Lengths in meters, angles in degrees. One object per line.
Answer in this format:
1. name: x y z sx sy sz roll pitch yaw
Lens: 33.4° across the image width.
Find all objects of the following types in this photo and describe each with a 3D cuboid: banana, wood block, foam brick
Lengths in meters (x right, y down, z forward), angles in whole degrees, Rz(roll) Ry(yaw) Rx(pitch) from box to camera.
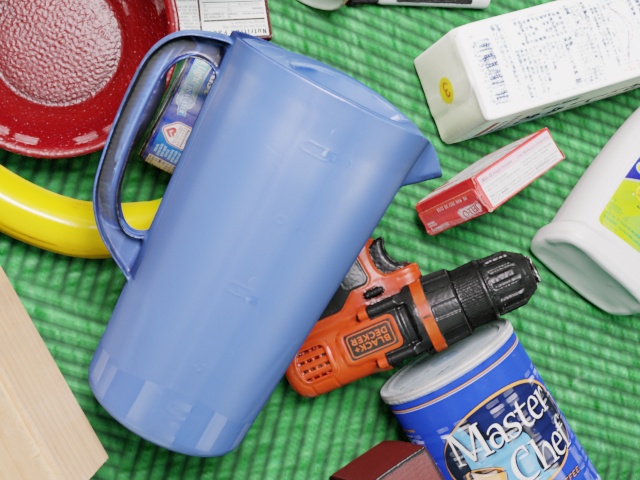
1. banana: -0.188 -0.031 0.697 0.197 0.037 0.069 19 57 -17
2. wood block: -0.221 0.070 0.625 0.091 0.090 0.206 -29 92 4
3. foam brick: 0.049 0.171 0.722 0.051 0.078 0.053 -31 92 -19

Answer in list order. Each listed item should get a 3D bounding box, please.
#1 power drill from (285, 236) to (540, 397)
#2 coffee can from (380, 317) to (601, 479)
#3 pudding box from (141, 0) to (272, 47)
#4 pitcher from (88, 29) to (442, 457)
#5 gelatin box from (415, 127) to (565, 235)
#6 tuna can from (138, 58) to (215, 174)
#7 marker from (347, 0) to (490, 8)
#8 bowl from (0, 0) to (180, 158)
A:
1. power drill: 0.033 -0.006 0.725 0.184 0.057 0.187 -24 85 6
2. coffee can: 0.120 0.139 0.737 0.102 0.103 0.140 -32 93 -21
3. pudding box: -0.087 -0.188 0.754 0.090 0.039 0.113 -6 85 -20
4. pitcher: -0.054 0.001 0.647 0.144 0.149 0.243 10 112 -56
5. gelatin box: 0.122 -0.042 0.775 0.089 0.073 0.030 -34 95 -32
6. tuna can: -0.089 -0.086 0.711 0.033 0.086 0.086 27 74 -11
7. marker: 0.073 -0.189 0.818 0.121 0.020 0.020 -3 82 -19
8. bowl: -0.174 -0.134 0.695 0.162 0.055 0.162 -1 93 -10
